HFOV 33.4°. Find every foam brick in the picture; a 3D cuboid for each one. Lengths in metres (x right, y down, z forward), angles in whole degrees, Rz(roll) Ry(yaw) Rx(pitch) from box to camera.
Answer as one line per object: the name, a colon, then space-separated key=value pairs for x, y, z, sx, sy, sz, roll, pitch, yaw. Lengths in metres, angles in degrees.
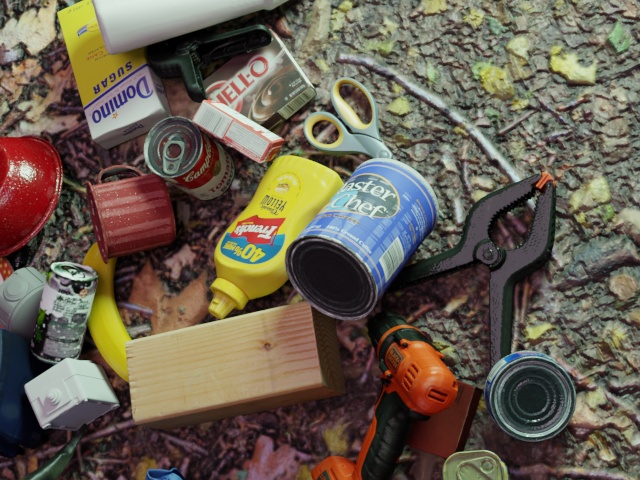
foam brick: x=0.123 y=0.175 z=1.062 sx=0.053 sy=0.051 sz=0.078 roll=18 pitch=83 yaw=19

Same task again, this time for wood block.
wood block: x=-0.089 y=0.133 z=1.117 sx=0.206 sy=0.090 sz=0.091 roll=-13 pitch=73 yaw=14

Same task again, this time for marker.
marker: x=-0.344 y=-0.026 z=1.270 sx=0.020 sy=0.020 sz=0.121 roll=10 pitch=80 yaw=19

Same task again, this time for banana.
banana: x=-0.234 y=0.079 z=1.202 sx=0.070 sy=0.037 sz=0.198 roll=-17 pitch=73 yaw=15

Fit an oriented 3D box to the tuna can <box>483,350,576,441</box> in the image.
tuna can: x=0.204 y=0.152 z=1.038 sx=0.086 sy=0.034 sz=0.086 roll=0 pitch=91 yaw=2

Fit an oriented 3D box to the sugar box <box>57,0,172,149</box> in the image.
sugar box: x=-0.245 y=-0.207 z=1.267 sx=0.093 sy=0.048 sz=0.176 roll=-22 pitch=71 yaw=10

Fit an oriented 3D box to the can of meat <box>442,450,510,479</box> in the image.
can of meat: x=0.155 y=0.253 z=1.017 sx=0.057 sy=0.084 sz=0.102 roll=-9 pitch=75 yaw=15

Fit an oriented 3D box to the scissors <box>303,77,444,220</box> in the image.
scissors: x=0.050 y=-0.086 z=1.164 sx=0.096 sy=0.016 sz=0.202 roll=-29 pitch=71 yaw=11

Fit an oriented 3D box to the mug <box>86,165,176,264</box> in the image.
mug: x=-0.213 y=-0.037 z=1.189 sx=0.081 sy=0.093 sz=0.117 roll=-13 pitch=55 yaw=-17

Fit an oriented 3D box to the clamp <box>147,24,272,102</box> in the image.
clamp: x=-0.146 y=-0.202 z=1.203 sx=0.172 sy=0.039 sz=0.120 roll=9 pitch=46 yaw=42

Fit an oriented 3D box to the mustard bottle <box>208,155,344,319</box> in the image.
mustard bottle: x=-0.058 y=0.001 z=1.127 sx=0.096 sy=0.058 sz=0.191 roll=20 pitch=68 yaw=38

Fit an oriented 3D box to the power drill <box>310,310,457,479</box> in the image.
power drill: x=0.055 y=0.172 z=1.048 sx=0.057 sy=0.184 sz=0.188 roll=21 pitch=100 yaw=-17

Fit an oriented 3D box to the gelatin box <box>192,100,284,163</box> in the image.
gelatin box: x=-0.087 y=-0.116 z=1.145 sx=0.089 sy=0.073 sz=0.030 roll=32 pitch=99 yaw=2

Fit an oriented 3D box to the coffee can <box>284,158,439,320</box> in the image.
coffee can: x=0.043 y=-0.003 z=1.066 sx=0.103 sy=0.103 sz=0.140 roll=22 pitch=46 yaw=20

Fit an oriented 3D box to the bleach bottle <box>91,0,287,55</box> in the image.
bleach bottle: x=-0.131 y=-0.280 z=1.215 sx=0.250 sy=0.068 sz=0.103 roll=-17 pitch=35 yaw=-9

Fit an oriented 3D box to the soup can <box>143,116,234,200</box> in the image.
soup can: x=-0.143 y=-0.088 z=1.178 sx=0.069 sy=0.102 sz=0.068 roll=-4 pitch=76 yaw=16

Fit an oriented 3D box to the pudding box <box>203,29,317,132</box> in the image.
pudding box: x=-0.073 y=-0.168 z=1.208 sx=0.113 sy=0.039 sz=0.090 roll=-36 pitch=70 yaw=7

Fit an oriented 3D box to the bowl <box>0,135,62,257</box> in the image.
bowl: x=-0.383 y=-0.062 z=1.251 sx=0.162 sy=0.055 sz=0.162 roll=-12 pitch=63 yaw=24

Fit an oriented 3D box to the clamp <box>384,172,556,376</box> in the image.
clamp: x=0.179 y=0.027 z=1.087 sx=0.165 sy=0.036 sz=0.210 roll=44 pitch=97 yaw=19
